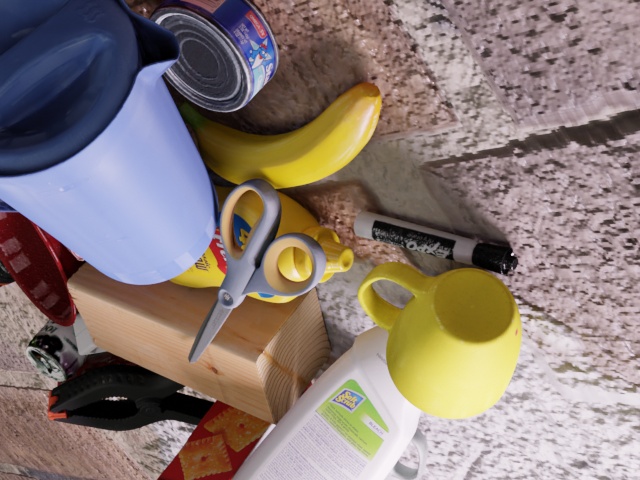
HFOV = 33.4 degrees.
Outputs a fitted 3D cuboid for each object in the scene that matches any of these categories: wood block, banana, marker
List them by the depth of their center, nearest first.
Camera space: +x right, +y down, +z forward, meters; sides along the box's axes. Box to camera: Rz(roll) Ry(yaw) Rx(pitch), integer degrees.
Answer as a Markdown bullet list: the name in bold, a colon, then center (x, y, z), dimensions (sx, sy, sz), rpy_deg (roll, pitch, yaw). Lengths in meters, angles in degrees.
- **marker**: center (0.078, 0.001, 0.727), dimensions (0.121, 0.020, 0.020), rpy_deg (16, 142, 32)
- **banana**: center (-0.026, -0.067, 0.728), dimensions (0.198, 0.037, 0.069), rpy_deg (1, 134, 44)
- **wood block**: center (-0.106, 0.068, 0.928), dimensions (0.206, 0.090, 0.091), rpy_deg (19, 142, 29)

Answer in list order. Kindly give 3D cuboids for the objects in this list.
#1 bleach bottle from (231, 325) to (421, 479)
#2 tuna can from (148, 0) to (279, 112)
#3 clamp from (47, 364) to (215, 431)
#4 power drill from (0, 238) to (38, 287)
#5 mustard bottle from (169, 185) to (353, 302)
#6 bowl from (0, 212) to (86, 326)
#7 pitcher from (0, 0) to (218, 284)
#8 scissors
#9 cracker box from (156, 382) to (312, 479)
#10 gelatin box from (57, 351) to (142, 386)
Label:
- **bleach bottle**: center (0.028, 0.151, 0.836), dimensions (0.102, 0.068, 0.251), rpy_deg (41, 117, 1)
- **tuna can**: center (-0.072, -0.127, 0.701), dimensions (0.086, 0.033, 0.086), rpy_deg (26, 146, 19)
- **clamp**: center (-0.162, 0.146, 1.045), dimensions (0.210, 0.036, 0.165), rpy_deg (-1, 139, -7)
- **power drill**: center (-0.387, -0.025, 1.119), dimensions (0.187, 0.057, 0.185), rpy_deg (50, 146, -18)
- **mustard bottle**: center (-0.056, 0.001, 0.822), dimensions (0.192, 0.058, 0.096), rpy_deg (9, 128, 37)
- **bowl**: center (-0.258, -0.001, 1.004), dimensions (0.162, 0.055, 0.162), rpy_deg (37, 146, 30)
- **pitcher**: center (-0.155, -0.054, 0.686), dimensions (0.149, 0.145, 0.243), rpy_deg (29, 167, 18)
- **scissors**: center (-0.050, 0.044, 0.786), dimensions (0.096, 0.016, 0.202), rpy_deg (32, 132, 21)
- **cracker box**: center (-0.077, 0.234, 0.989), dimensions (0.072, 0.213, 0.164), rpy_deg (18, 143, 29)
- **gelatin box**: center (-0.225, 0.125, 1.095), dimensions (0.089, 0.073, 0.030), rpy_deg (-14, 135, 3)
